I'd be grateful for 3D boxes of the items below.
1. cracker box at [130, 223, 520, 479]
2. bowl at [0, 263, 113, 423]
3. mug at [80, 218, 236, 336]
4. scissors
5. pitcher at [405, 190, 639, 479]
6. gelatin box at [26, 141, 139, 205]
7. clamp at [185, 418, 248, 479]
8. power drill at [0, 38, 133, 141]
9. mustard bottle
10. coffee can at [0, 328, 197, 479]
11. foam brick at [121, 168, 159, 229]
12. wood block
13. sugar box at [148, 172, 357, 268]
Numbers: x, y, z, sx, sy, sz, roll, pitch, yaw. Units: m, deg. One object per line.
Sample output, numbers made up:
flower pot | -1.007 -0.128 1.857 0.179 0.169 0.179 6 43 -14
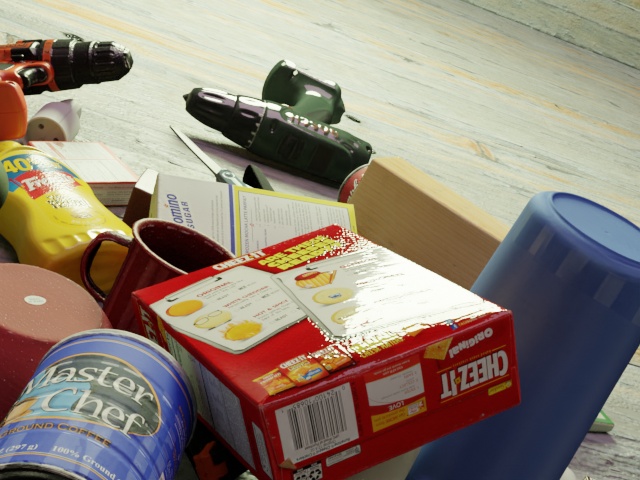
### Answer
cracker box | -0.004 0.066 0.675 0.164 0.072 0.214 -19 22 -23
bowl | -0.199 0.063 0.716 0.162 0.055 0.162 21 23 -9
mug | -0.125 0.036 0.799 0.117 0.081 0.093 26 18 -8
scissors | -0.072 -0.054 1.041 0.096 0.016 0.202 2 36 -34
pitcher | 0.143 0.089 0.751 0.144 0.243 0.149 18 25 -20
gelatin box | -0.222 -0.062 0.992 0.073 0.030 0.089 41 28 30
clamp | -0.040 0.109 0.740 0.120 0.039 0.171 -17 23 14
power drill | -0.284 -0.146 1.008 0.184 0.057 0.187 -4 22 8
mustard bottle | -0.228 -0.028 0.877 0.096 0.058 0.192 -7 37 -43
coffee can | -0.132 0.126 0.585 0.103 0.103 0.140 23 23 -4
foam brick | -0.135 -0.022 0.962 0.078 0.053 0.051 22 23 -8
wood block | 0.127 0.010 1.041 0.206 0.091 0.090 34 17 15
sugar box | -0.056 0.001 0.901 0.176 0.048 0.093 8 46 -14
